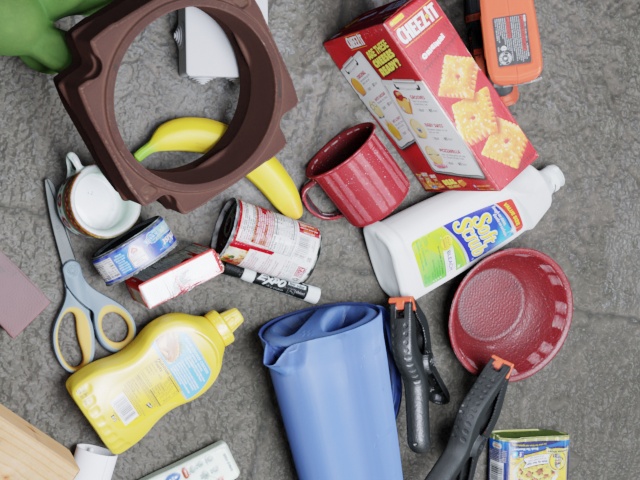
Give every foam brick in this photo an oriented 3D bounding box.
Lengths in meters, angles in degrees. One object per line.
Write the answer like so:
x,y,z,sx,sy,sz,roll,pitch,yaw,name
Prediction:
-0.315,0.050,1.060,0.053,0.051,0.078,-44,107,-14,foam brick

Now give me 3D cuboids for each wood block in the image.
-0.348,0.193,1.036,0.206,0.091,0.090,39,80,-18,wood block

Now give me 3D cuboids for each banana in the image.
-0.098,-0.085,1.142,0.197,0.037,0.070,21,100,-19,banana

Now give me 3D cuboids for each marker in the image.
-0.057,0.044,1.172,0.121,0.020,0.020,19,87,-20,marker

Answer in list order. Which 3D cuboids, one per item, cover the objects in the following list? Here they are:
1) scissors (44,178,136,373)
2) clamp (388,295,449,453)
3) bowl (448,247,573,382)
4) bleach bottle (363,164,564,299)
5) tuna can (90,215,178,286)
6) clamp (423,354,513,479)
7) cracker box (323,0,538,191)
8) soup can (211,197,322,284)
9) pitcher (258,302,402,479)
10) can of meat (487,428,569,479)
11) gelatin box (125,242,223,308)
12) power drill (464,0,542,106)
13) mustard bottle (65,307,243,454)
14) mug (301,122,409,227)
-0.238,0.037,1.107,0.096,0.016,0.202,0,93,-22,scissors
0.111,0.139,1.197,0.039,0.120,0.171,-5,101,17,clamp
0.212,0.082,1.248,0.162,0.055,0.162,-4,104,-19,bowl
0.174,-0.027,1.225,0.250,0.068,0.102,-29,123,-18,bleach bottle
-0.190,0.010,1.086,0.086,0.086,0.034,-34,102,-15,tuna can
0.159,0.229,1.193,0.164,0.036,0.210,7,105,-63,clamp
0.116,-0.154,1.147,0.072,0.164,0.213,-41,106,-15,cracker box
-0.057,0.001,1.144,0.102,0.069,0.068,19,87,-21,soup can
0.028,0.192,1.163,0.149,0.145,0.243,-12,101,-1,pitcher
0.249,0.272,1.280,0.102,0.058,0.084,2,90,-21,can of meat
-0.152,0.036,1.108,0.089,0.073,0.030,-27,103,-18,gelatin box
0.194,-0.236,1.162,0.057,0.187,0.184,-10,97,5,power drill
-0.162,0.131,1.117,0.191,0.058,0.096,-35,115,-15,mustard bottle
0.034,-0.063,1.170,0.117,0.093,0.081,-33,111,16,mug
